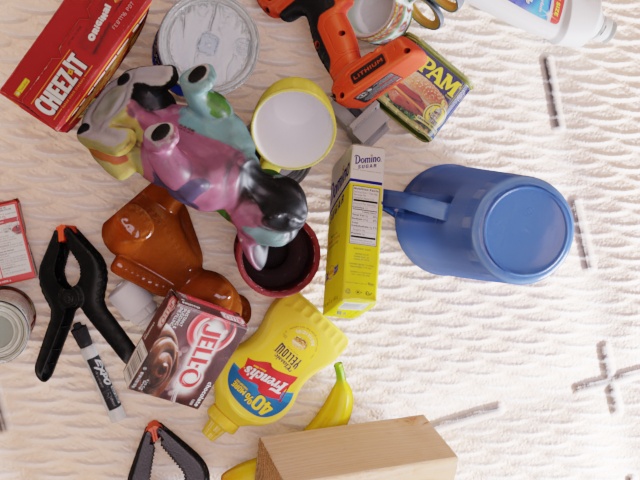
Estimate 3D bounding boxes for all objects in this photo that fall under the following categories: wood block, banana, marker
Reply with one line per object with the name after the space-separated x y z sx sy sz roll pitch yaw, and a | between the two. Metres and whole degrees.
0.038 0.268 1.202 0.205 0.091 0.090 -4 116 -22 | wood block
-0.026 0.231 1.243 0.198 0.037 0.069 -45 94 -4 | banana
-0.250 0.147 1.198 0.020 0.020 0.121 -23 100 -8 | marker

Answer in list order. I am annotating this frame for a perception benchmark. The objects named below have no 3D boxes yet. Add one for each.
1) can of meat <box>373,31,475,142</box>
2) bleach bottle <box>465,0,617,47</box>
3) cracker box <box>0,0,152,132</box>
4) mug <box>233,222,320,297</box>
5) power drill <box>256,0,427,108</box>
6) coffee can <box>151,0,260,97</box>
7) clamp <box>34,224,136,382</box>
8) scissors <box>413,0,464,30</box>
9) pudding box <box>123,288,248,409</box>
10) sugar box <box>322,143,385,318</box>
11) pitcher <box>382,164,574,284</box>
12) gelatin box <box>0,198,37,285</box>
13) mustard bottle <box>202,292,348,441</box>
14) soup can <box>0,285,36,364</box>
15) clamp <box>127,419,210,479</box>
0.111 -0.173 1.219 0.102 0.057 0.084 37 90 -13 | can of meat
0.234 -0.300 1.229 0.250 0.068 0.102 23 90 -15 | bleach bottle
-0.238 -0.190 1.068 0.072 0.214 0.164 35 88 -12 | cracker box
-0.058 0.001 1.190 0.093 0.081 0.117 -27 100 -8 | mug
0.038 -0.251 1.138 0.185 0.057 0.188 -35 73 24 | power drill
-0.124 -0.202 1.126 0.102 0.140 0.103 -1 96 -11 | coffee can
-0.274 0.071 1.164 0.120 0.039 0.171 -19 79 7 | clamp
0.076 -0.306 1.211 0.202 0.096 0.016 35 66 18 | scissors
-0.143 0.115 1.125 0.089 0.039 0.114 23 108 -32 | pudding box
0.036 -0.009 1.176 0.048 0.093 0.176 5 75 -13 | sugar box
0.165 -0.019 1.149 0.149 0.243 0.145 -28 98 -9 | pitcher
-0.354 0.005 1.159 0.073 0.030 0.089 -13 98 -8 | gelatin box
-0.064 0.152 1.216 0.096 0.058 0.191 44 87 -12 | mustard bottle
-0.339 0.089 1.132 0.068 0.102 0.068 -1 96 -11 | soup can
-0.156 0.307 1.223 0.164 0.036 0.210 -8 97 -10 | clamp
